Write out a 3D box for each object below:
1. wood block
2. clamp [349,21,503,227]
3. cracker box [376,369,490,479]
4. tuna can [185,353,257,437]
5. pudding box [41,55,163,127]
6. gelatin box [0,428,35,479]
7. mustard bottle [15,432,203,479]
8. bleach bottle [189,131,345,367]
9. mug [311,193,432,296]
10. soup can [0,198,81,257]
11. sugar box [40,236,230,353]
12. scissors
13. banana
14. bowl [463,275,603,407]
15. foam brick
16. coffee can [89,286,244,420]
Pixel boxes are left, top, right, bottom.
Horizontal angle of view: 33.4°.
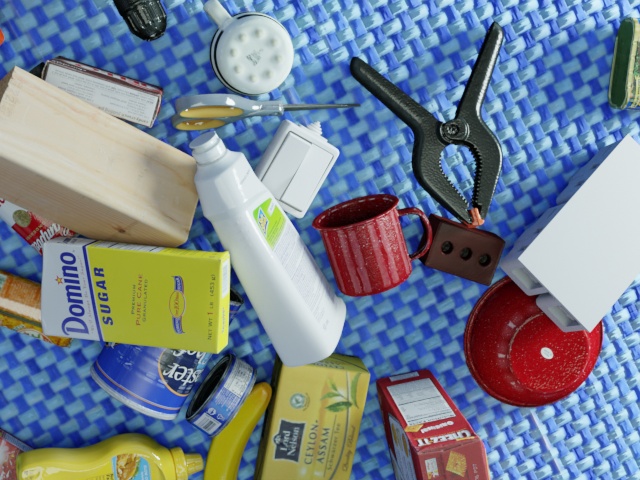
[{"bbox_3d":[-0.225,-0.066,1.012,0.205,0.091,0.090,27,60,-28],"label":"wood block"},{"bbox_3d":[0.141,-0.119,1.100,0.164,0.036,0.210,-22,87,-4],"label":"clamp"},{"bbox_3d":[0.122,0.243,1.096,0.072,0.214,0.164,-13,102,-5],"label":"cracker box"},{"bbox_3d":[-0.105,0.161,1.117,0.033,0.086,0.086,36,95,-11],"label":"tuna can"},{"bbox_3d":[-0.211,-0.146,1.041,0.113,0.090,0.039,14,99,-9],"label":"pudding box"},{"bbox_3d":[-0.349,0.247,1.130,0.073,0.030,0.089,36,94,-13],"label":"gelatin box"},{"bbox_3d":[-0.218,0.252,1.123,0.191,0.058,0.096,-8,112,-18],"label":"mustard bottle"},{"bbox_3d":[-0.057,0.001,1.057,0.068,0.102,0.250,-17,117,20],"label":"bleach bottle"},{"bbox_3d":[0.058,0.003,1.105,0.117,0.093,0.081,-16,107,3],"label":"mug"},{"bbox_3d":[-0.284,-0.036,1.064,0.068,0.068,0.102,-44,102,2],"label":"soup can"},{"bbox_3d":[-0.175,0.051,1.011,0.176,0.048,0.093,4,99,7],"label":"sugar box"},{"bbox_3d":[-0.065,-0.130,1.092,0.201,0.096,0.016,-2,80,-37],"label":"scissors"},{"bbox_3d":[-0.093,0.240,1.148,0.070,0.037,0.198,13,99,28],"label":"banana"},{"bbox_3d":[0.242,0.115,1.168,0.162,0.055,0.162,-1,101,-7],"label":"bowl"},{"bbox_3d":[0.149,0.010,1.137,0.078,0.051,0.053,17,99,-10],"label":"foam brick"},{"bbox_3d":[-0.156,0.096,1.089,0.102,0.103,0.140,30,96,-12],"label":"coffee can"}]
